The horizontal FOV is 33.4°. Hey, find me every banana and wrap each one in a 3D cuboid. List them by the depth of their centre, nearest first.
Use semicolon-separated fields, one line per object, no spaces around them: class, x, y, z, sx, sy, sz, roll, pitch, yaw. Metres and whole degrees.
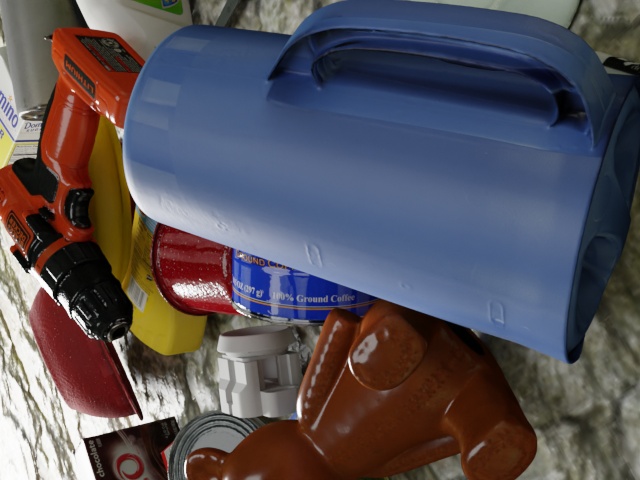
banana;-0.180;-0.042;0.854;0.070;0.037;0.198;-8;86;50

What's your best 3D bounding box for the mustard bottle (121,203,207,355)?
mustard bottle;-0.113;-0.012;0.842;0.096;0.058;0.192;45;130;45

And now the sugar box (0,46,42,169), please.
sugar box;-0.328;-0.110;1.110;0.176;0.048;0.093;-53;56;44

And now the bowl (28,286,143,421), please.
bowl;-0.211;0.094;0.932;0.162;0.055;0.162;66;170;0

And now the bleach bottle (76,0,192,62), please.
bleach bottle;-0.157;-0.209;0.826;0.068;0.102;0.251;-30;73;52

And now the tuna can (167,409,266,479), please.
tuna can;-0.071;0.172;0.811;0.086;0.033;0.086;-4;78;22

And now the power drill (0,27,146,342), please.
power drill;-0.170;-0.044;0.775;0.185;0.057;0.188;46;122;29

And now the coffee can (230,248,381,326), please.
coffee can;-0.004;-0.028;0.665;0.103;0.102;0.140;17;110;49

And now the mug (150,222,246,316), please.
mug;-0.055;0.001;0.759;0.082;0.093;0.117;4;63;47

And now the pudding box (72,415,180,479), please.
pudding box;-0.150;0.214;0.906;0.039;0.089;0.113;-49;58;45

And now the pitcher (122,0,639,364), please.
pitcher;0.027;-0.042;0.518;0.243;0.144;0.149;15;103;22
